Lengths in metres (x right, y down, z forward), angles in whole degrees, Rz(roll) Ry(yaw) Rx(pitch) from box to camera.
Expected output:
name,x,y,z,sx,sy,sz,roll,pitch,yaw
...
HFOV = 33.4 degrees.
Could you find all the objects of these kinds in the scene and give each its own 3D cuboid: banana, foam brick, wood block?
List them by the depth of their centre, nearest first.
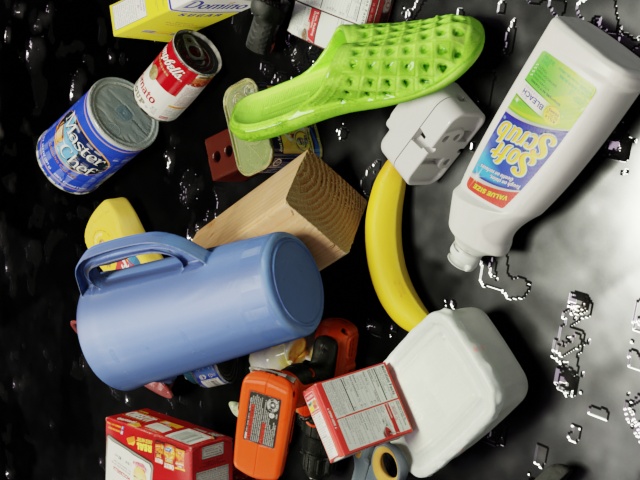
name,x,y,z,sx,sy,sz,roll,pitch,yaw
banana,0.080,0.014,1.094,0.070,0.037,0.198,-18,83,13
wood block,-0.058,0.002,1.164,0.090,0.090,0.207,41,133,-18
foam brick,-0.088,-0.103,1.233,0.078,0.051,0.053,-20,79,43

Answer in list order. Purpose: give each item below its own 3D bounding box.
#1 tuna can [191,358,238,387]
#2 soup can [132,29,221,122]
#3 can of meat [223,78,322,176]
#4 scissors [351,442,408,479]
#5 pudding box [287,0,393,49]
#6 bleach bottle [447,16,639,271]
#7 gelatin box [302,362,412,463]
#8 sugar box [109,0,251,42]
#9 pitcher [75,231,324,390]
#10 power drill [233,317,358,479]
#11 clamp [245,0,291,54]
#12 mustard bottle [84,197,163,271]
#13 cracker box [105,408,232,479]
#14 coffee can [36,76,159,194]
name,x,y,z,sx,sy,sz,roll,pitch,yaw
tuna can,-0.126,0.125,1.228,0.034,0.086,0.086,-14,82,14
soup can,-0.175,-0.199,1.299,0.102,0.068,0.068,-40,67,39
can of meat,-0.051,-0.124,1.173,0.058,0.083,0.102,-22,78,43
scissors,0.053,0.257,1.105,0.096,0.016,0.202,38,138,44
pudding box,0.022,-0.245,1.126,0.114,0.039,0.090,31,113,37
bleach bottle,0.190,-0.070,0.962,0.103,0.067,0.251,48,126,31
gelatin box,0.036,0.164,1.020,0.030,0.089,0.073,-42,66,51
sugar box,-0.159,-0.279,1.259,0.177,0.093,0.048,-8,89,44
pitcher,-0.127,0.062,1.097,0.243,0.149,0.145,-16,76,29
power drill,-0.021,0.182,1.102,0.057,0.187,0.184,10,101,22
clamp,-0.055,-0.245,1.140,0.039,0.120,0.172,28,148,4
mustard bottle,-0.238,0.042,1.385,0.192,0.058,0.096,54,131,26
cracker box,-0.173,0.314,1.221,0.164,0.071,0.214,6,99,44
coffee can,-0.292,-0.135,1.392,0.141,0.102,0.103,-31,72,41
